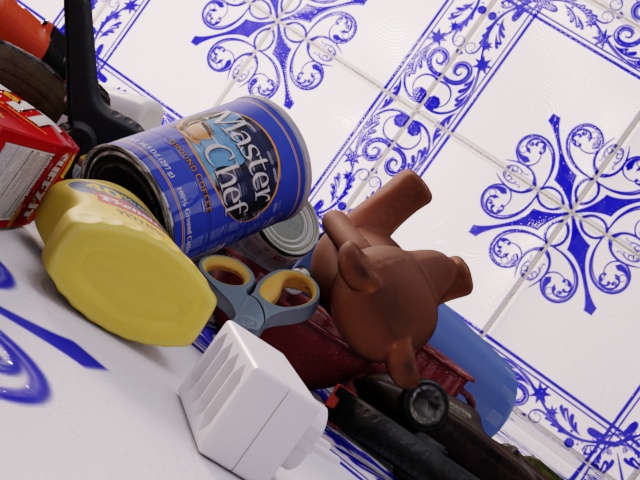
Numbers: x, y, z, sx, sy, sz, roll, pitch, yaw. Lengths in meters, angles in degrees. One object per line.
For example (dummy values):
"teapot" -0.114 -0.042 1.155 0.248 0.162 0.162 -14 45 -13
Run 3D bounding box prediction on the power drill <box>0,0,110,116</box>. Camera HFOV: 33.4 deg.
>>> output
"power drill" -0.291 -0.161 0.918 0.188 0.057 0.184 9 -20 27

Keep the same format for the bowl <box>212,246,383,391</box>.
"bowl" -0.030 0.070 0.837 0.162 0.055 0.162 35 1 -1

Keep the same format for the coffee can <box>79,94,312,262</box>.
"coffee can" -0.090 -0.041 0.787 0.103 0.103 0.140 36 42 28

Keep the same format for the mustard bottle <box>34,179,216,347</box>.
"mustard bottle" -0.128 0.003 0.658 0.096 0.058 0.192 30 3 -23

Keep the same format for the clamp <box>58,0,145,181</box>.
"clamp" -0.183 -0.087 0.803 0.209 0.164 0.036 46 0 -27

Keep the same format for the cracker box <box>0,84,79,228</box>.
"cracker box" -0.233 -0.079 0.590 0.164 0.072 0.214 36 0 -3

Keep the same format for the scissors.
"scissors" -0.062 0.048 0.679 0.096 0.016 0.201 22 20 16

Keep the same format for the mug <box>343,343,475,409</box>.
"mug" 0.078 0.129 0.900 0.117 0.081 0.093 35 1 -19

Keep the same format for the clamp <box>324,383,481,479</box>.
"clamp" 0.076 0.159 0.738 0.172 0.039 0.120 33 -14 33

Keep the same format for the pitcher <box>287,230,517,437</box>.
"pitcher" 0.069 0.102 1.030 0.242 0.145 0.149 39 12 -26

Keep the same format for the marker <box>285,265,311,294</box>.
"marker" -0.018 0.031 0.865 0.020 0.020 0.121 36 1 1

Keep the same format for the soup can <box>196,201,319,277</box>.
"soup can" -0.056 0.001 0.937 0.068 0.068 0.102 35 -40 -20
